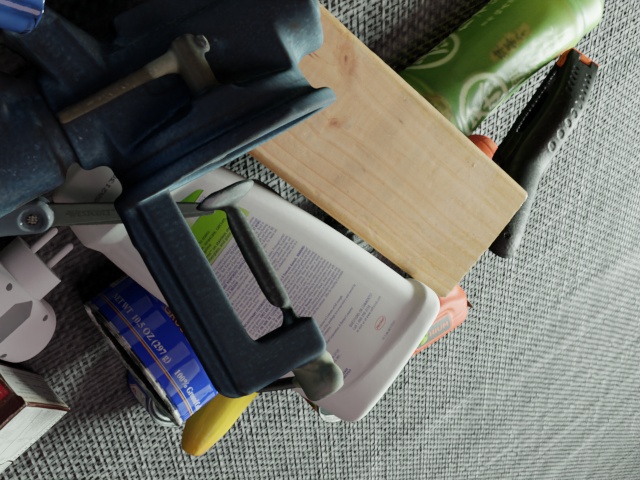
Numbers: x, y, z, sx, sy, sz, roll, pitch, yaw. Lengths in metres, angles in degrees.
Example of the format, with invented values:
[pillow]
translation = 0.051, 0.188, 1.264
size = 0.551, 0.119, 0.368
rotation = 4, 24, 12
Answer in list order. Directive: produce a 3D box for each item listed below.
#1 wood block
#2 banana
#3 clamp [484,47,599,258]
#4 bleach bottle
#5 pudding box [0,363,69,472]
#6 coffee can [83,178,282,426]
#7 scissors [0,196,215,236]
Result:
[wood block]
translation = 0.021, -0.061, 0.667
size = 0.205, 0.091, 0.090
rotation = 36, 95, -35
[banana]
translation = -0.024, 0.084, 0.769
size = 0.198, 0.070, 0.037
rotation = -29, 143, 10
[clamp]
translation = 0.145, -0.054, 0.804
size = 0.209, 0.036, 0.165
rotation = -58, -174, -22
[bleach bottle]
translation = -0.054, 0.001, 0.628
size = 0.250, 0.068, 0.102
rotation = 38, 84, -17
[pudding box]
translation = -0.210, 0.121, 0.660
size = 0.090, 0.039, 0.113
rotation = -45, 174, -8
[coffee can]
translation = -0.071, 0.040, 0.714
size = 0.140, 0.103, 0.103
rotation = -38, 144, -16
[scissors]
translation = -0.162, -0.027, 0.552
size = 0.201, 0.016, 0.096
rotation = -15, 125, -3
